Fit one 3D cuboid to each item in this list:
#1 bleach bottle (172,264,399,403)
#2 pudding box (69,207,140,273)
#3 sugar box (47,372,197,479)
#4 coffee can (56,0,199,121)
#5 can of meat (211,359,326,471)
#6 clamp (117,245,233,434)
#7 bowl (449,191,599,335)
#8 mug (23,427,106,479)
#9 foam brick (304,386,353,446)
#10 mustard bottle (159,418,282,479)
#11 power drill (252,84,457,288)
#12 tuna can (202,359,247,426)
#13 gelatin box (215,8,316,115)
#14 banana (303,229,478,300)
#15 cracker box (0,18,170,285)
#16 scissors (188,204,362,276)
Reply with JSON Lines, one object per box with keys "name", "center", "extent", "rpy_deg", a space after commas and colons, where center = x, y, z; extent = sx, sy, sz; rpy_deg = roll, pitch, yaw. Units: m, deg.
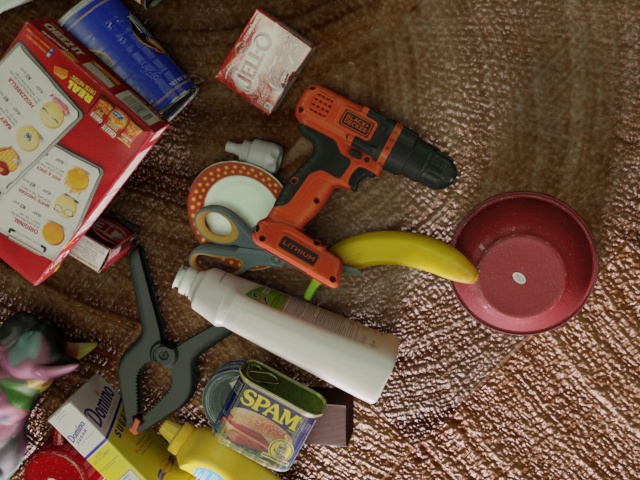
{"name": "bleach bottle", "center": [-0.040, 0.090, 1.162], "extent": [0.251, 0.102, 0.068], "rpy_deg": [25, 102, 2]}
{"name": "pudding box", "center": [-0.269, -0.017, 1.192], "extent": [0.113, 0.090, 0.039], "rpy_deg": [30, 108, 3]}
{"name": "sugar box", "center": [-0.227, 0.242, 1.247], "extent": [0.048, 0.093, 0.176], "rpy_deg": [-41, 94, 17]}
{"name": "coffee can", "center": [-0.213, -0.181, 1.134], "extent": [0.103, 0.102, 0.140], "rpy_deg": [-40, 94, 17]}
{"name": "can of meat", "center": [-0.058, 0.192, 1.164], "extent": [0.102, 0.057, 0.084], "rpy_deg": [28, 108, 2]}
{"name": "clamp", "center": [-0.165, 0.127, 1.225], "extent": [0.164, 0.036, 0.210], "rpy_deg": [16, 95, 6]}
{"name": "bowl", "center": [0.213, 0.032, 1.129], "extent": [0.162, 0.055, 0.162], "rpy_deg": [3, 104, 11]}
{"name": "mug", "center": [-0.300, 0.259, 1.271], "extent": [0.093, 0.081, 0.117], "rpy_deg": [7, 105, 9]}
{"name": "foam brick", "center": [-0.004, 0.199, 1.214], "extent": [0.078, 0.053, 0.051], "rpy_deg": [3, 104, 11]}
{"name": "mustard bottle", "center": [-0.104, 0.268, 1.233], "extent": [0.191, 0.096, 0.058], "rpy_deg": [35, 67, 2]}
{"name": "power drill", "center": [0.028, -0.048, 1.118], "extent": [0.184, 0.057, 0.187], "rpy_deg": [28, 84, 3]}
{"name": "tuna can", "center": [-0.093, 0.183, 1.237], "extent": [0.086, 0.033, 0.086], "rpy_deg": [3, 104, 10]}
{"name": "gelatin box", "center": [-0.059, -0.191, 1.139], "extent": [0.073, 0.030, 0.089], "rpy_deg": [35, 107, 1]}
{"name": "banana", "center": [0.073, 0.022, 1.149], "extent": [0.198, 0.037, 0.069], "rpy_deg": [-8, 83, 25]}
{"name": "cracker box", "center": [-0.280, -0.090, 1.079], "extent": [0.164, 0.072, 0.214], "rpy_deg": [41, 109, -2]}
{"name": "scissors", "center": [-0.058, 0.001, 1.163], "extent": [0.202, 0.016, 0.096], "rpy_deg": [-5, 110, 24]}
